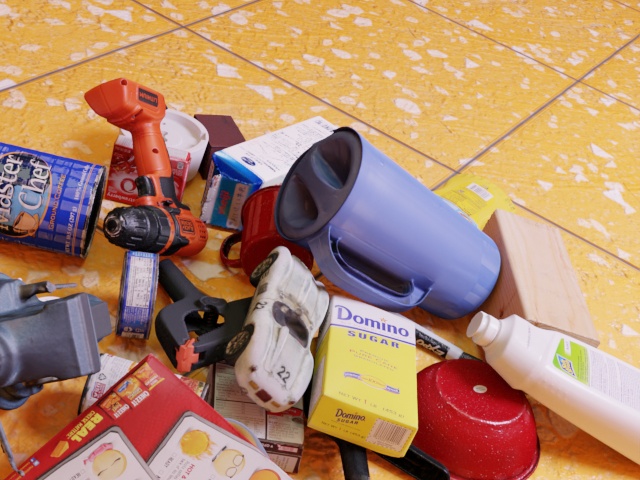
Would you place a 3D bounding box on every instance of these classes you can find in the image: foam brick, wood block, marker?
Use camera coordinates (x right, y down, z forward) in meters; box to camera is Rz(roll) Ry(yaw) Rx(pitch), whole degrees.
[{"bbox_3d":[-0.130,-0.118,1.350,0.052,0.051,0.078,-1,38,-26],"label":"foam brick"},{"bbox_3d":[0.231,0.066,1.197,0.090,0.091,0.206,18,33,-13],"label":"wood block"},{"bbox_3d":[0.124,0.111,1.158,0.121,0.020,0.020,29,36,18],"label":"marker"}]

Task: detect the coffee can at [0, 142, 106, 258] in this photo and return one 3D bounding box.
[{"bbox_3d":[-0.306,-0.045,1.123,0.140,0.103,0.102,13,34,-6],"label":"coffee can"}]

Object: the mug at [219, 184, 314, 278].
[{"bbox_3d":[-0.058,0.001,1.188,0.117,0.093,0.081,-12,38,12],"label":"mug"}]

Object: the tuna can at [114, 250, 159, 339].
[{"bbox_3d":[-0.181,0.053,1.051,0.033,0.086,0.086,7,35,-11],"label":"tuna can"}]

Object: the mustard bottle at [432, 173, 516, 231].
[{"bbox_3d":[0.158,-0.024,1.333,0.096,0.058,0.191,39,39,23],"label":"mustard bottle"}]

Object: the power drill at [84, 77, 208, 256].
[{"bbox_3d":[-0.191,-0.072,1.125,0.057,0.188,0.184,-18,-9,15],"label":"power drill"}]

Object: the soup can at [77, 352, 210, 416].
[{"bbox_3d":[-0.156,0.145,0.946,0.102,0.069,0.068,16,34,1],"label":"soup can"}]

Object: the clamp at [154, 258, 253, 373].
[{"bbox_3d":[-0.117,0.072,1.058,0.165,0.036,0.209,13,20,11],"label":"clamp"}]

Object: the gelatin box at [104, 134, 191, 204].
[{"bbox_3d":[-0.200,-0.075,1.238,0.089,0.073,0.030,14,31,-4],"label":"gelatin box"}]

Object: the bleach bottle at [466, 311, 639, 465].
[{"bbox_3d":[0.258,0.139,1.073,0.250,0.068,0.102,30,32,-11],"label":"bleach bottle"}]

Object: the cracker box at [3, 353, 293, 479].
[{"bbox_3d":[-0.117,0.214,0.816,0.214,0.072,0.164,37,64,26],"label":"cracker box"}]

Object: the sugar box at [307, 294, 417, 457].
[{"bbox_3d":[0.042,0.122,1.006,0.093,0.048,0.176,21,29,-8],"label":"sugar box"}]

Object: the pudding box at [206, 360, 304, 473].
[{"bbox_3d":[-0.061,0.159,0.994,0.090,0.039,0.113,10,33,-10],"label":"pudding box"}]

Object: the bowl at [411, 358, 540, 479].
[{"bbox_3d":[0.150,0.168,1.057,0.162,0.055,0.162,12,34,-8],"label":"bowl"}]

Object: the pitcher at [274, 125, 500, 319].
[{"bbox_3d":[0.078,0.000,1.142,0.242,0.149,0.145,31,-3,-31],"label":"pitcher"}]

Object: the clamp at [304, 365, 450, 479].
[{"bbox_3d":[0.044,0.181,1.004,0.120,0.039,0.172,18,23,-36],"label":"clamp"}]
